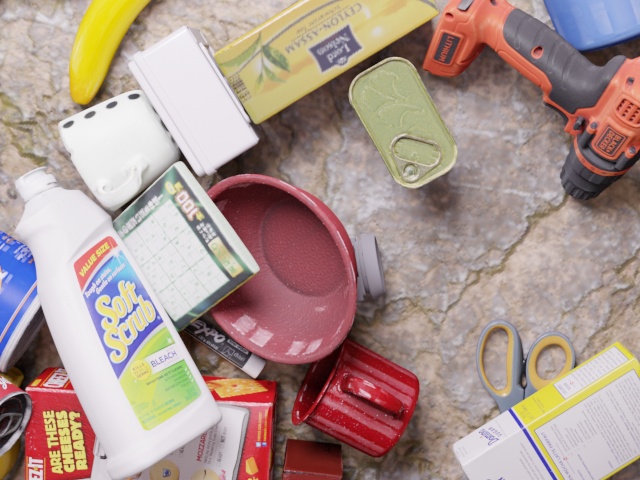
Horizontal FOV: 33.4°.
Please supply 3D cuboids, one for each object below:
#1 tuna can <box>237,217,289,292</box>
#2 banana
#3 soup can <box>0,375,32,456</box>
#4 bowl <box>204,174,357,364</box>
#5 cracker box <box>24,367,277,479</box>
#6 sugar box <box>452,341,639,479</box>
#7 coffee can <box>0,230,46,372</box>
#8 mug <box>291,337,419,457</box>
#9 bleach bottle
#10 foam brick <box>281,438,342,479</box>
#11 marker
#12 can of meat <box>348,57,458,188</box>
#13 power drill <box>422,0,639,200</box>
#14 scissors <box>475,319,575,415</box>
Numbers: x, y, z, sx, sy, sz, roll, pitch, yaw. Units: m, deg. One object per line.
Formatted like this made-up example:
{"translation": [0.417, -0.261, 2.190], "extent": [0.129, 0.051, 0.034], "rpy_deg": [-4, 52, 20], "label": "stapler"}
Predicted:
{"translation": [-0.056, 0.001, 0.925], "extent": [0.086, 0.033, 0.086], "rpy_deg": [0, 101, 2], "label": "tuna can"}
{"translation": [-0.148, -0.197, 0.887], "extent": [0.198, 0.037, 0.069], "rpy_deg": [-37, 96, 8], "label": "banana"}
{"translation": [-0.302, 0.131, 0.891], "extent": [0.102, 0.068, 0.068], "rpy_deg": [29, 101, 18], "label": "soup can"}
{"translation": [-0.028, 0.016, 0.861], "extent": [0.162, 0.055, 0.162], "rpy_deg": [14, 118, 29], "label": "bowl"}
{"translation": [-0.148, 0.203, 0.950], "extent": [0.213, 0.072, 0.164], "rpy_deg": [4, 101, 2], "label": "cracker box"}
{"translation": [0.212, 0.175, 0.933], "extent": [0.176, 0.048, 0.093], "rpy_deg": [-31, 109, 4], "label": "sugar box"}
{"translation": [-0.300, 0.033, 0.905], "extent": [0.140, 0.103, 0.103], "rpy_deg": [31, 100, -4], "label": "coffee can"}
{"translation": [0.035, 0.133, 0.911], "extent": [0.081, 0.117, 0.093], "rpy_deg": [29, 74, -9], "label": "mug"}
{"translation": [-0.180, 0.059, 0.858], "extent": [0.068, 0.102, 0.251], "rpy_deg": [-32, 87, 46], "label": "bleach bottle"}
{"translation": [-0.009, 0.215, 0.944], "extent": [0.053, 0.078, 0.051], "rpy_deg": [7, 100, 0], "label": "foam brick"}
{"translation": [-0.103, 0.082, 0.951], "extent": [0.121, 0.020, 0.020], "rpy_deg": [34, 100, -4], "label": "marker"}
{"translation": [0.066, -0.099, 0.876], "extent": [0.057, 0.084, 0.102], "rpy_deg": [-30, 99, 7], "label": "can of meat"}
{"translation": [0.175, -0.120, 0.846], "extent": [0.188, 0.184, 0.057], "rpy_deg": [33, 66, 8], "label": "power drill"}
{"translation": [0.189, 0.164, 0.959], "extent": [0.096, 0.016, 0.202], "rpy_deg": [-11, 101, 4], "label": "scissors"}
